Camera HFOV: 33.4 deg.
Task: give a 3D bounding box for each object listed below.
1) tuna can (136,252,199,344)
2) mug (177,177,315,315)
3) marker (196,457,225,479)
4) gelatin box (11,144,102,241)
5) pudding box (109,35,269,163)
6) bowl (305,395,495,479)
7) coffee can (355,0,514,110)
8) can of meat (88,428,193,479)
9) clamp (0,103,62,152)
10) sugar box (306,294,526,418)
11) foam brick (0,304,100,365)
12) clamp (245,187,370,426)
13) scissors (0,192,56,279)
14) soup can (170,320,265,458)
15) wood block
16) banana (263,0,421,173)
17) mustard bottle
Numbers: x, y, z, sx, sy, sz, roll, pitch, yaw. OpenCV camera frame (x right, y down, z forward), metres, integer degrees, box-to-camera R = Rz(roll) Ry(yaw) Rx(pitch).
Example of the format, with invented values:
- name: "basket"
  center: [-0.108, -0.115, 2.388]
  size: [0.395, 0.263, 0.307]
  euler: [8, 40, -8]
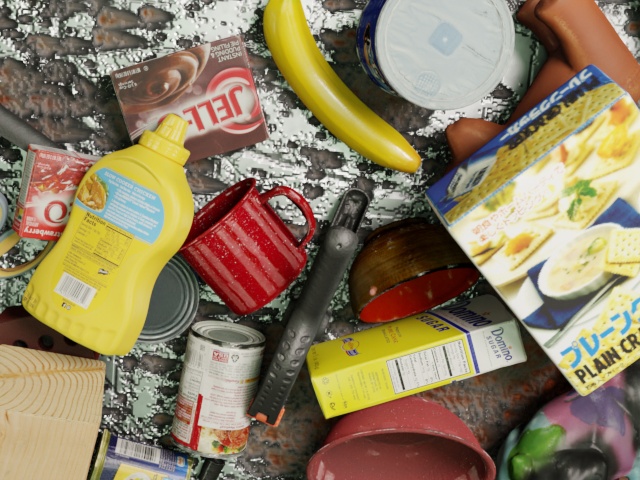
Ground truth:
- name: "tuna can"
  center: [-0.146, 0.044, 0.917]
  size: [0.086, 0.034, 0.086]
  euler: [-1, 101, -4]
- name: "mug"
  center: [-0.056, 0.001, 0.885]
  size: [0.117, 0.093, 0.081]
  euler: [-35, 106, 17]
- name: "marker"
  center: [-0.117, 0.246, 0.966]
  size: [0.020, 0.020, 0.121]
  euler: [24, 98, -8]
- name: "gelatin box"
  center: [-0.203, -0.035, 0.883]
  size: [0.089, 0.030, 0.073]
  euler: [9, 100, -33]
- name: "pudding box"
  center: [-0.107, -0.113, 0.886]
  size: [0.113, 0.039, 0.090]
  euler: [-16, 103, 0]
- name: "bowl"
  center: [0.069, 0.180, 0.925]
  size: [0.162, 0.055, 0.162]
  euler: [1, 142, 1]
- name: "coffee can"
  center: [0.085, -0.158, 0.839]
  size: [0.102, 0.140, 0.103]
  euler: [-1, 101, -4]
- name: "can of meat"
  center: [-0.166, 0.227, 0.941]
  size: [0.084, 0.057, 0.102]
  euler: [17, 100, -9]
- name: "clamp"
  center: [-0.304, -0.102, 0.876]
  size: [0.120, 0.039, 0.171]
  euler: [-33, 104, -2]
- name: "sugar box"
  center: [0.077, 0.096, 0.913]
  size: [0.176, 0.093, 0.048]
  euler: [-19, 102, -1]
- name: "foam brick"
  center: [-0.230, 0.081, 0.910]
  size: [0.078, 0.051, 0.053]
  euler: [-11, 102, -2]
- name: "clamp"
  center: [-0.008, 0.056, 0.882]
  size: [0.036, 0.164, 0.210]
  euler: [24, 112, 1]
- name: "scissors"
  center: [-0.317, 0.028, 0.901]
  size: [0.202, 0.016, 0.096]
  euler: [-32, 122, 3]
- name: "soup can"
  center: [-0.088, 0.127, 0.920]
  size: [0.068, 0.068, 0.102]
  euler: [10, 100, -6]
- name: "wood block"
  center: [-0.245, 0.201, 0.884]
  size: [0.090, 0.090, 0.206]
  euler: [11, 115, -13]
- name: "banana"
  center: [0.008, -0.129, 0.881]
  size: [0.037, 0.070, 0.197]
  euler: [-46, 110, -28]
- name: "mustard bottle"
  center: [-0.155, -0.012, 0.846]
  size: [0.096, 0.058, 0.191]
  euler: [27, 91, 20]
